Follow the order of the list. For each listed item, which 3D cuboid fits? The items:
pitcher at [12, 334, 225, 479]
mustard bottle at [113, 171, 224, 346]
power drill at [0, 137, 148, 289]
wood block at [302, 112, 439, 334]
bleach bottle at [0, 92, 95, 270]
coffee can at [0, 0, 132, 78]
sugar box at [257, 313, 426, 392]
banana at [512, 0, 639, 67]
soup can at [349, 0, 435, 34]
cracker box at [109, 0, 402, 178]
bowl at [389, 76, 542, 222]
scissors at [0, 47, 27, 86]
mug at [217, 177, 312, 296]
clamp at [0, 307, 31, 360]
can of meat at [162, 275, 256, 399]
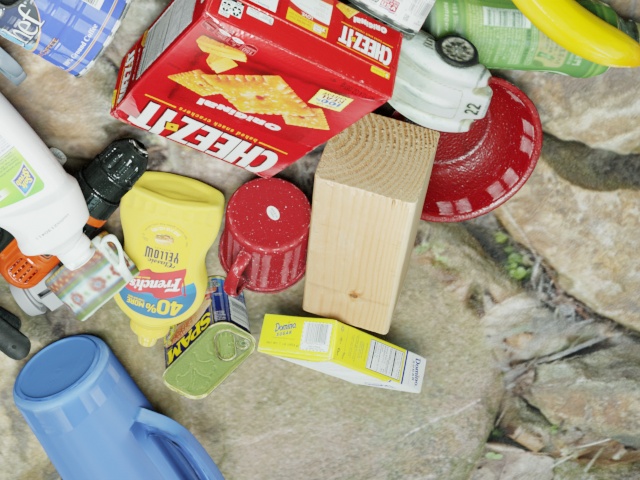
[{"bbox_3d":[-0.215,0.218,1.138,0.149,0.145,0.243,-32,125,-13],"label":"pitcher"},{"bbox_3d":[-0.158,0.028,1.054,0.096,0.058,0.192,13,124,-5],"label":"mustard bottle"},{"bbox_3d":[-0.271,-0.066,0.946,0.187,0.057,0.184,41,106,-20],"label":"power drill"},{"bbox_3d":[0.042,-0.013,0.986,0.091,0.090,0.206,16,144,7],"label":"wood block"},{"bbox_3d":[-0.284,-0.068,0.880,0.102,0.068,0.250,-35,116,7],"label":"bleach bottle"},{"bbox_3d":[-0.231,-0.207,0.843,0.140,0.103,0.103,28,116,-27],"label":"coffee can"},{"bbox_3d":[0.026,0.117,1.105,0.094,0.048,0.176,3,168,37],"label":"sugar box"},{"bbox_3d":[0.198,-0.212,0.905,0.069,0.037,0.198,-40,98,-5],"label":"banana"},{"bbox_3d":[0.071,-0.222,0.835,0.068,0.068,0.102,21,108,-24],"label":"soup can"},{"bbox_3d":[-0.060,-0.135,0.881,0.164,0.072,0.214,22,155,-24],"label":"cracker box"},{"bbox_3d":[0.127,-0.098,1.020,0.162,0.055,0.162,-5,127,-7],"label":"bowl"},{"bbox_3d":[-0.311,-0.190,0.854,0.016,0.096,0.201,-52,125,-6],"label":"scissors"},{"bbox_3d":[-0.057,0.001,1.007,0.093,0.117,0.081,32,155,10],"label":"mug"},{"bbox_3d":[-0.344,0.056,1.010,0.171,0.120,0.039,38,77,-29],"label":"clamp"},{"bbox_3d":[-0.117,0.098,1.097,0.057,0.084,0.102,33,114,-29],"label":"can of meat"}]
